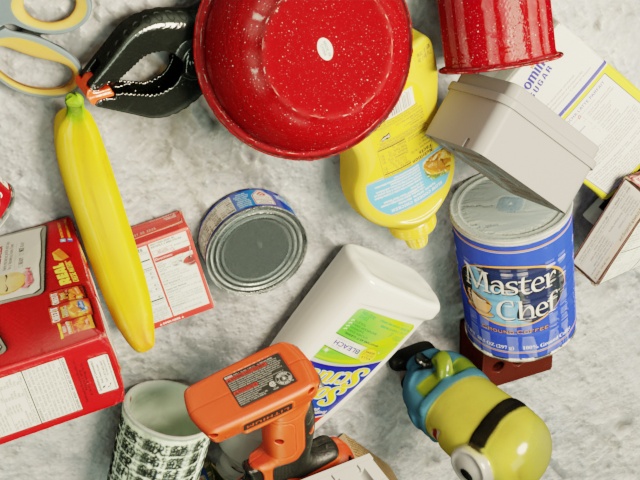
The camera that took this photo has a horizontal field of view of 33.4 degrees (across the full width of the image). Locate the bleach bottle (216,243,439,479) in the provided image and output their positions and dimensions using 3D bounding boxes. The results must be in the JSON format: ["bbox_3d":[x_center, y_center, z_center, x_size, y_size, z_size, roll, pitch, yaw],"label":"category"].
[{"bbox_3d":[-0.008,0.123,0.954,0.102,0.068,0.251,23,114,-35],"label":"bleach bottle"}]

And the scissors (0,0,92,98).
[{"bbox_3d":[-0.236,-0.157,0.691,0.201,0.016,0.096,26,108,-35],"label":"scissors"}]

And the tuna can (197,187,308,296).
[{"bbox_3d":[-0.056,0.001,0.866,0.086,0.034,0.086,-11,126,-16],"label":"tuna can"}]

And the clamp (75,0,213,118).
[{"bbox_3d":[-0.085,-0.128,0.760,0.171,0.039,0.120,-29,124,-9],"label":"clamp"}]

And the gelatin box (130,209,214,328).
[{"bbox_3d":[-0.132,0.026,0.853,0.073,0.030,0.089,-20,128,-8],"label":"gelatin box"}]

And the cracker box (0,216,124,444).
[{"bbox_3d":[-0.258,0.078,0.748,0.213,0.164,0.072,-18,126,-11],"label":"cracker box"}]

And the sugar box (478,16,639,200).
[{"bbox_3d":[0.213,-0.112,0.899,0.176,0.048,0.093,30,109,-33],"label":"sugar box"}]

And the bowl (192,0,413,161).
[{"bbox_3d":[-0.002,-0.131,0.725,0.162,0.055,0.162,-4,103,-17],"label":"bowl"}]

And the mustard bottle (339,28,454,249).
[{"bbox_3d":[0.059,-0.068,0.852,0.096,0.058,0.191,-31,130,-14],"label":"mustard bottle"}]

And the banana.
[{"bbox_3d":[-0.160,-0.015,0.775,0.037,0.070,0.198,-16,110,-4],"label":"banana"}]

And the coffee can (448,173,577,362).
[{"bbox_3d":[0.171,0.021,0.934,0.102,0.103,0.140,-21,128,-10],"label":"coffee can"}]

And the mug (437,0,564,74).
[{"bbox_3d":[0.134,-0.173,0.794,0.117,0.093,0.081,-29,114,-56],"label":"mug"}]

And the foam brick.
[{"bbox_3d":[0.179,0.100,1.025,0.078,0.051,0.053,-15,127,-14],"label":"foam brick"}]

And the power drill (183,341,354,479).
[{"bbox_3d":[-0.060,0.181,0.887,0.184,0.057,0.188,-26,139,-18],"label":"power drill"}]
